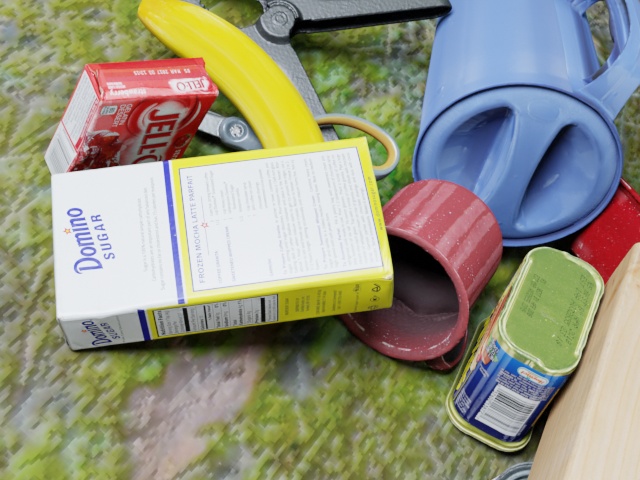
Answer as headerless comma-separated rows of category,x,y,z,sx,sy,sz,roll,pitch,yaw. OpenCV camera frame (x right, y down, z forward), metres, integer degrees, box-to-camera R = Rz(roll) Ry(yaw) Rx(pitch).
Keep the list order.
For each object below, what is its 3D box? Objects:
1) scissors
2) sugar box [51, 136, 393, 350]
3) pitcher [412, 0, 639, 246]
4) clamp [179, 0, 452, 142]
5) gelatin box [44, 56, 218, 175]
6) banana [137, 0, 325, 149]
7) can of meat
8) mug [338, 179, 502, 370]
scissors,-0.049,-0.049,0.680,0.201,0.016,0.096,5,78,-9
sugar box,-0.054,0.001,0.581,0.176,0.048,0.093,-8,59,-3
pitcher,0.145,-0.126,0.762,0.149,0.145,0.242,0,42,9
clamp,-0.021,-0.150,0.733,0.210,0.036,0.164,34,73,0
gelatin box,-0.108,-0.065,0.608,0.073,0.089,0.030,-9,64,-36
banana,-0.042,-0.075,0.658,0.069,0.037,0.198,-25,82,-16
can of meat,0.127,0.065,0.657,0.057,0.084,0.102,27,47,6
mug,0.067,0.024,0.663,0.081,0.093,0.117,-45,118,-48
